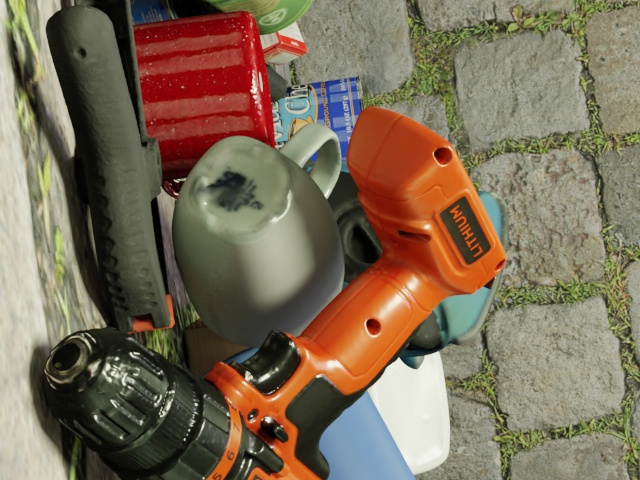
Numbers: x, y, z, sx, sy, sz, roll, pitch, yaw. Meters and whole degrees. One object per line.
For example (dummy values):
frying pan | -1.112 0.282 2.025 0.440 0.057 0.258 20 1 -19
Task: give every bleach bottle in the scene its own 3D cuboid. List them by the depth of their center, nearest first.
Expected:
bleach bottle | 0.004 0.127 0.847 0.251 0.068 0.102 -12 -94 62

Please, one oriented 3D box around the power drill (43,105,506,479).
power drill | -0.010 0.036 0.450 0.057 0.187 0.184 33 -13 37

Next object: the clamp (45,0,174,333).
clamp | -0.088 -0.033 0.460 0.120 0.039 0.171 -89 171 -74

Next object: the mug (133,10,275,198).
mug | -0.067 -0.065 0.564 0.093 0.081 0.117 -96 177 -46

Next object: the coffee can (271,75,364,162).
coffee can | -0.025 -0.100 1.036 0.103 0.140 0.103 -8 90 -87
